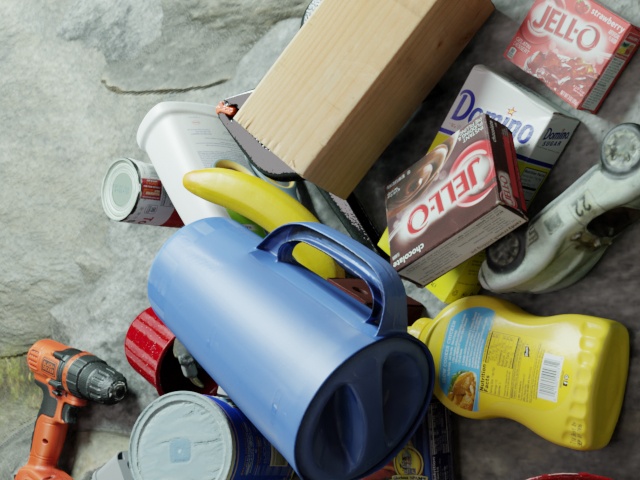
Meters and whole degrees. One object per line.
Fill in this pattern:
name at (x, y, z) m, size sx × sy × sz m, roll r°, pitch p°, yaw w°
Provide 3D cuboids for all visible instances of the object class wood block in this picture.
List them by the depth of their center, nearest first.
wood block at (0.037, -0.147, 0.883) m, size 0.091 × 0.090 × 0.206 m, roll 42°, pitch 98°, yaw 26°

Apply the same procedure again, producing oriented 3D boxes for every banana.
banana at (-0.041, -0.009, 0.963) m, size 0.070 × 0.037 × 0.198 m, roll -46°, pitch 80°, yaw 10°

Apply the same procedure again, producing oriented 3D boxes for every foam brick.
foam brick at (0.040, 0.066, 0.917) m, size 0.053 × 0.078 × 0.051 m, roll 30°, pitch 106°, yaw 40°

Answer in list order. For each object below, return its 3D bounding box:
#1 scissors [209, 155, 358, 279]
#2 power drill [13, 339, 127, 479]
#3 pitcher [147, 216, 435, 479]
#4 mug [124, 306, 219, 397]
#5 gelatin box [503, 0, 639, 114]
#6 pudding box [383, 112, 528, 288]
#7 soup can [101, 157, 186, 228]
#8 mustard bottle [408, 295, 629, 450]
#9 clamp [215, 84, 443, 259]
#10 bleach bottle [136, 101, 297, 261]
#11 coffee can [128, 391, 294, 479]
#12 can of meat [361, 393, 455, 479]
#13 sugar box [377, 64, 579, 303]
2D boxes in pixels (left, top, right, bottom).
scissors at (-0.037, -0.021, 0.998) m, size 0.202 × 0.096 × 0.016 m, roll 61°, pitch 145°, yaw 33°
power drill at (-0.294, 0.220, 1.249) m, size 0.185 × 0.057 × 0.188 m, roll 13°, pitch 92°, yaw 48°
pitcher at (-0.031, 0.067, 0.846) m, size 0.149 × 0.145 × 0.243 m, roll -42°, pitch 47°, yaw -13°
mug at (-0.143, 0.103, 1.090) m, size 0.082 × 0.093 × 0.117 m, roll 26°, pitch 95°, yaw 48°
gelatin box at (0.193, -0.151, 0.819) m, size 0.089 × 0.030 × 0.073 m, roll 47°, pitch 117°, yaw 37°
pudding box at (0.100, -0.029, 0.809) m, size 0.114 × 0.039 × 0.090 m, roll -39°, pitch 38°, yaw 37°
soup can at (-0.169, -0.049, 1.117) m, size 0.069 × 0.102 × 0.068 m, roll -5°, pitch 82°, yaw 44°
mustard bottle at (0.137, 0.093, 0.824) m, size 0.192 × 0.058 × 0.096 m, roll 10°, pitch 92°, yaw 41°
clamp at (-0.003, -0.079, 0.966) m, size 0.210 × 0.036 × 0.164 m, roll 15°, pitch 98°, yaw 23°
bleach bottle at (-0.091, -0.022, 1.037) m, size 0.068 × 0.102 × 0.251 m, roll -51°, pitch 53°, yaw 38°
coffee can at (-0.095, 0.193, 0.973) m, size 0.103 × 0.140 × 0.103 m, roll -5°, pitch 77°, yaw 22°
can of meat at (0.065, 0.168, 0.897) m, size 0.102 × 0.057 × 0.084 m, roll -9°, pitch 82°, yaw 44°
sugar box at (0.124, -0.045, 0.866) m, size 0.093 × 0.048 × 0.176 m, roll 42°, pitch 116°, yaw 39°
